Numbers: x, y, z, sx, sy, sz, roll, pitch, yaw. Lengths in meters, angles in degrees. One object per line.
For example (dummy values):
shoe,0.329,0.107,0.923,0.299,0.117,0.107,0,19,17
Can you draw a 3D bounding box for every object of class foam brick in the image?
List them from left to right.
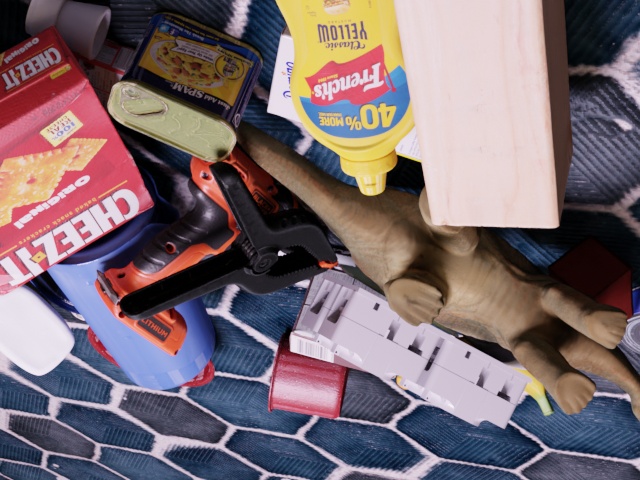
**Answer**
foam brick,0.237,0.044,0.934,0.053,0.051,0.078,45,166,38

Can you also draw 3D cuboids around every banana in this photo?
banana,0.164,0.130,1.092,0.197,0.069,0.037,13,147,-25

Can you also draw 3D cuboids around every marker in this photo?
marker,0.017,0.018,1.059,0.121,0.020,0.020,12,148,11

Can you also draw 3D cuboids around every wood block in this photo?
wood block,0.108,-0.116,0.686,0.090,0.090,0.206,1,131,19

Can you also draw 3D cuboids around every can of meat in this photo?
can of meat,-0.104,-0.123,0.841,0.102,0.084,0.058,23,149,-8

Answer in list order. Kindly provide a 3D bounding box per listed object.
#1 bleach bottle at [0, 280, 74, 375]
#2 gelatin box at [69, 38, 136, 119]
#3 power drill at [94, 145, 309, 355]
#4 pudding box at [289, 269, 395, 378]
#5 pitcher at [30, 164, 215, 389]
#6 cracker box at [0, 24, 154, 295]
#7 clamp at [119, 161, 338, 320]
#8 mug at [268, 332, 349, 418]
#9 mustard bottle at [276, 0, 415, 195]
bleach bottle,-0.341,0.072,1.204,0.102,0.068,0.251,48,172,-21
gelatin box,-0.182,-0.139,0.910,0.089,0.030,0.073,20,150,-4
power drill,-0.099,0.015,0.983,0.184,0.187,0.057,43,-179,-44
pudding box,0.035,0.081,1.081,0.113,0.090,0.039,15,146,8
pitcher,-0.201,0.045,1.087,0.149,0.145,0.243,39,159,39
cracker box,-0.243,-0.056,0.880,0.072,0.164,0.213,55,171,24
clamp,-0.056,0.001,0.921,0.209,0.036,0.165,-1,135,-44
mug,-0.010,0.159,1.241,0.081,0.093,0.117,10,179,5
mustard bottle,0.024,-0.119,0.737,0.096,0.058,0.191,-1,120,15
